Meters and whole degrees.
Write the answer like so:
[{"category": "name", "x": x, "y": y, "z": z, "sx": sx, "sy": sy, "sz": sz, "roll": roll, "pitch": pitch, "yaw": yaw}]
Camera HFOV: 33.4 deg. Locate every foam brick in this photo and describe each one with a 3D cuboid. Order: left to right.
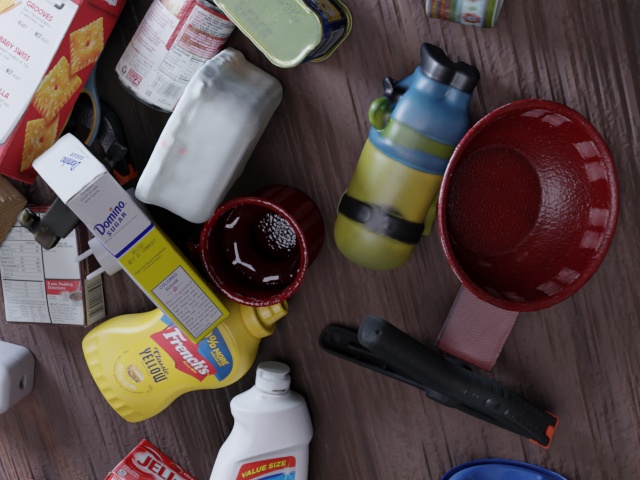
[{"category": "foam brick", "x": 0.135, "y": 0.058, "z": 0.880, "sx": 0.051, "sy": 0.053, "sz": 0.078, "roll": 24, "pitch": 111, "yaw": 8}]

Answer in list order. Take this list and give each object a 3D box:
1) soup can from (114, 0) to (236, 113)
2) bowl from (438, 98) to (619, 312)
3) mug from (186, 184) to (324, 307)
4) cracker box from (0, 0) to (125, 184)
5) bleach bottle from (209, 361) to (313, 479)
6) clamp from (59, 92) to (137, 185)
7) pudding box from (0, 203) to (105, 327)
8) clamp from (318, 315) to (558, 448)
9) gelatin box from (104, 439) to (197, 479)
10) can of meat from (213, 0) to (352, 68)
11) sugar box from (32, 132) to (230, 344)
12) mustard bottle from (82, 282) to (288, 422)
[{"category": "soup can", "x": -0.117, "y": -0.164, "z": 0.882, "sx": 0.068, "sy": 0.068, "sz": 0.102, "roll": 37, "pitch": 112, "yaw": 3}, {"category": "bowl", "x": 0.150, "y": -0.028, "z": 0.826, "sx": 0.161, "sy": 0.055, "sz": 0.162, "roll": -3, "pitch": 99, "yaw": -22}, {"category": "mug", "x": -0.056, "y": 0.001, "z": 0.903, "sx": 0.117, "sy": 0.081, "sz": 0.093, "roll": -6, "pitch": 103, "yaw": 17}, {"category": "cracker box", "x": -0.266, "y": -0.177, "z": 0.877, "sx": 0.164, "sy": 0.072, "sz": 0.213, "roll": 26, "pitch": 88, "yaw": 14}, {"category": "bleach bottle", "x": -0.065, "y": 0.231, "z": 0.974, "sx": 0.102, "sy": 0.068, "sz": 0.251, "roll": 5, "pitch": 106, "yaw": -7}, {"category": "clamp", "x": -0.241, "y": -0.104, "z": 0.950, "sx": 0.120, "sy": 0.039, "sz": 0.171, "roll": -39, "pitch": 92, "yaw": 23}, {"category": "pudding box", "x": -0.252, "y": 0.022, "z": 0.989, "sx": 0.090, "sy": 0.039, "sz": 0.113, "roll": 1, "pitch": 103, "yaw": 18}, {"category": "clamp", "x": 0.098, "y": 0.116, "z": 0.888, "sx": 0.210, "sy": 0.165, "sz": 0.036, "roll": 27, "pitch": 79, "yaw": -14}, {"category": "gelatin box", "x": -0.152, "y": 0.235, "z": 1.001, "sx": 0.089, "sy": 0.073, "sz": 0.030, "roll": 38, "pitch": 111, "yaw": 4}, {"category": "can of meat", "x": -0.031, "y": -0.185, "z": 0.843, "sx": 0.102, "sy": 0.083, "sz": 0.057, "roll": 45, "pitch": 111, "yaw": 0}, {"category": "sugar box", "x": -0.149, "y": -0.001, "z": 0.856, "sx": 0.048, "sy": 0.093, "sz": 0.176, "roll": -40, "pitch": 127, "yaw": -9}, {"category": "mustard bottle", "x": -0.114, "y": 0.091, "z": 0.958, "sx": 0.192, "sy": 0.058, "sz": 0.096, "roll": -24, "pitch": 100, "yaw": 20}]
